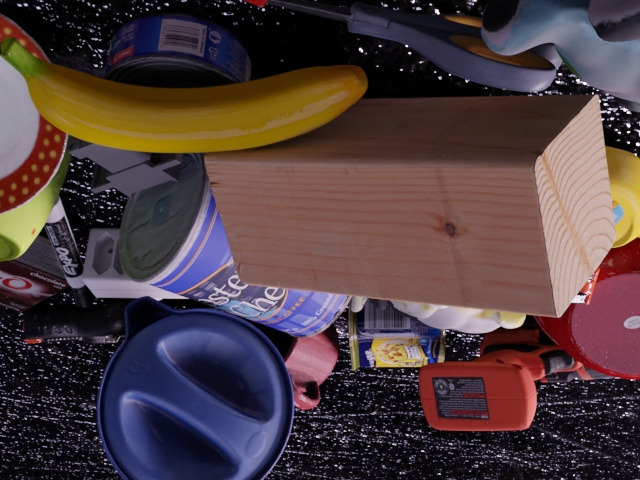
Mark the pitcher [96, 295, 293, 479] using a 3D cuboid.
[{"bbox_3d":[-0.106,0.135,0.822,0.145,0.149,0.243,15,169,-12],"label":"pitcher"}]

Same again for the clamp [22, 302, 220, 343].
[{"bbox_3d":[-0.193,0.077,0.994,0.210,0.036,0.164,-8,171,39],"label":"clamp"}]

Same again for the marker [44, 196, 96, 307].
[{"bbox_3d":[-0.201,0.011,0.850,0.020,0.020,0.121,0,136,8],"label":"marker"}]

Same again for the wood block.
[{"bbox_3d":[0.048,-0.024,0.604,0.206,0.090,0.091,5,121,35],"label":"wood block"}]

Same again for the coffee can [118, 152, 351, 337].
[{"bbox_3d":[-0.055,0.001,0.750,0.140,0.103,0.103,23,149,-35],"label":"coffee can"}]

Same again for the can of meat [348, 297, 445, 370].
[{"bbox_3d":[0.068,0.078,0.950,0.084,0.057,0.102,0,155,4],"label":"can of meat"}]

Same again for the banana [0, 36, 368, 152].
[{"bbox_3d":[-0.074,-0.074,0.586,0.198,0.037,0.069,3,157,1],"label":"banana"}]

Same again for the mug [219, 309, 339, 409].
[{"bbox_3d":[-0.031,0.098,0.949,0.093,0.117,0.081,-38,145,15],"label":"mug"}]

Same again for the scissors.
[{"bbox_3d":[0.034,-0.106,0.545,0.201,0.096,0.016,6,117,-8],"label":"scissors"}]

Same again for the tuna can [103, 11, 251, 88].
[{"bbox_3d":[-0.084,-0.096,0.628,0.086,0.033,0.086,3,155,1],"label":"tuna can"}]

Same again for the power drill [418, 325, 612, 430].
[{"bbox_3d":[0.187,0.110,0.906,0.185,0.057,0.187,-9,-178,40],"label":"power drill"}]

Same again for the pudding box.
[{"bbox_3d":[-0.275,0.017,0.891,0.113,0.039,0.090,23,148,-37],"label":"pudding box"}]
